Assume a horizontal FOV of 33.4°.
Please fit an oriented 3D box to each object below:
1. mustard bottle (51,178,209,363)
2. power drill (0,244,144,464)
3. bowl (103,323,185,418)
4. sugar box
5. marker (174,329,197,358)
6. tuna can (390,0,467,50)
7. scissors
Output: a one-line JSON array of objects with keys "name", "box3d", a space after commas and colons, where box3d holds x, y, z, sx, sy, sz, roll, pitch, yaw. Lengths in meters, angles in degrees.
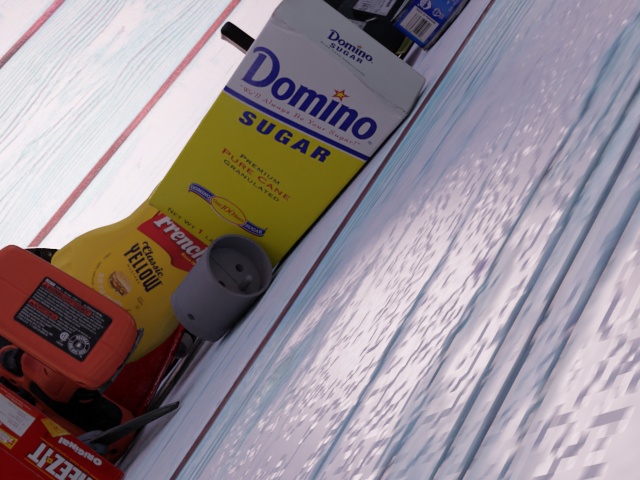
[{"name": "mustard bottle", "box3d": [-0.089, 0.000, 0.751, 0.192, 0.096, 0.058, -33, -7, 10]}, {"name": "power drill", "box3d": [-0.201, 0.074, 0.727, 0.057, 0.184, 0.188, -60, 1, -29]}, {"name": "bowl", "box3d": [-0.164, 0.103, 0.877, 0.162, 0.055, 0.162, -59, 11, 18]}, {"name": "sugar box", "box3d": [-0.025, -0.057, 0.638, 0.176, 0.093, 0.048, -49, 8, 45]}, {"name": "marker", "box3d": [-0.110, 0.069, 0.962, 0.020, 0.020, 0.121, -51, 6, 26]}, {"name": "tuna can", "box3d": [0.088, -0.180, 0.764, 0.086, 0.033, 0.086, -53, 5, 7]}, {"name": "scissors", "box3d": [-0.145, 0.144, 0.720, 0.202, 0.096, 0.016, -19, 58, 28]}]
